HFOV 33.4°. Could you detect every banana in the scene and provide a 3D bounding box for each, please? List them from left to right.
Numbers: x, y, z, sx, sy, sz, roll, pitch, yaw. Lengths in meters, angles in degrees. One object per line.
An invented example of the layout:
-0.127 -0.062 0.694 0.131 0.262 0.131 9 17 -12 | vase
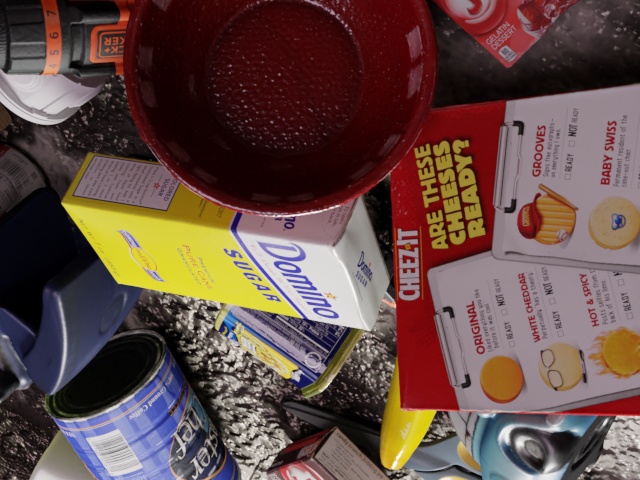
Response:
0.063 0.078 0.706 0.037 0.069 0.198 30 146 23 | banana

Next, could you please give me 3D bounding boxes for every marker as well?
-0.039 -0.101 0.644 0.020 0.020 0.121 43 132 -11 | marker

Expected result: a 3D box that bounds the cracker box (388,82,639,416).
0.147 0.006 0.551 0.214 0.072 0.164 -4 86 31 | cracker box

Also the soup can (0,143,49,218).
-0.246 -0.016 0.755 0.068 0.102 0.068 13 131 16 | soup can

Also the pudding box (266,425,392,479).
0.022 0.198 0.819 0.113 0.039 0.090 43 150 -6 | pudding box

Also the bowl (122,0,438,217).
-0.020 -0.092 0.568 0.162 0.055 0.162 0 89 1 | bowl

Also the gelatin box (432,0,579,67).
0.099 -0.142 0.538 0.073 0.030 0.089 40 132 -8 | gelatin box

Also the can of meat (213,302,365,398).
-0.023 0.057 0.717 0.084 0.057 0.102 35 166 0 | can of meat

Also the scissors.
0.071 0.144 0.785 0.202 0.016 0.096 33 116 14 | scissors

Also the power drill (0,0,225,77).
-0.127 -0.171 0.548 0.057 0.184 0.188 56 144 39 | power drill

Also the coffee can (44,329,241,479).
-0.137 0.156 0.839 0.103 0.102 0.140 -8 122 30 | coffee can

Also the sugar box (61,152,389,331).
-0.054 0.001 0.628 0.176 0.048 0.093 11 150 24 | sugar box
